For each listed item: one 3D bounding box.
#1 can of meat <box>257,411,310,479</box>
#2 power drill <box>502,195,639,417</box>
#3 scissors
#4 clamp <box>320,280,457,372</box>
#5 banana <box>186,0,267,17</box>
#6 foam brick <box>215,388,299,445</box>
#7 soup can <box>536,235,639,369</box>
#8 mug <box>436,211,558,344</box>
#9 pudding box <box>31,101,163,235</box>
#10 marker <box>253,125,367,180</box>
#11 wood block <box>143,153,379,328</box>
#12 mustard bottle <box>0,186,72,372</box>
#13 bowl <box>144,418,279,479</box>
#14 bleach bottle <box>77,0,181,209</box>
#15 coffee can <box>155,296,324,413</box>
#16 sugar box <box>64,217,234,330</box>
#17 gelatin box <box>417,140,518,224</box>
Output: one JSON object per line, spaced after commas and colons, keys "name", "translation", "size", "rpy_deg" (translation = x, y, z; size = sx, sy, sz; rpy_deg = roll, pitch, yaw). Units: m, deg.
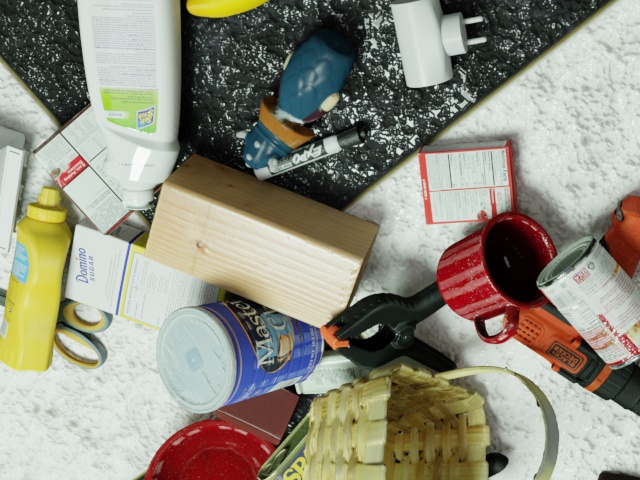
{"name": "can of meat", "translation": [-0.003, 0.245, 1.149], "size": [0.084, 0.057, 0.102], "rpy_deg": [44, 78, -8]}
{"name": "power drill", "translation": [0.293, 0.066, 1.012], "size": [0.184, 0.057, 0.188], "rpy_deg": [32, 116, 1]}
{"name": "scissors", "translation": [-0.318, 0.069, 1.203], "size": [0.201, 0.016, 0.096], "rpy_deg": [38, 115, -2]}
{"name": "clamp", "translation": [0.079, 0.094, 1.050], "size": [0.171, 0.039, 0.120], "rpy_deg": [-12, 116, -23]}
{"name": "banana", "translation": [-0.044, -0.265, 0.981], "size": [0.198, 0.037, 0.070], "rpy_deg": [-46, 77, 25]}
{"name": "foam brick", "translation": [-0.068, 0.179, 1.150], "size": [0.078, 0.051, 0.053], "rpy_deg": [25, 72, 5]}
{"name": "soup can", "translation": [0.250, 0.055, 0.951], "size": [0.069, 0.068, 0.102], "rpy_deg": [-41, 94, 25]}
{"name": "mug", "translation": [0.164, 0.040, 1.001], "size": [0.093, 0.117, 0.082], "rpy_deg": [9, 158, -28]}
{"name": "pudding box", "translation": [-0.223, -0.075, 1.087], "size": [0.090, 0.039, 0.113], "rpy_deg": [-41, 100, -3]}
{"name": "marker", "translation": [-0.009, -0.087, 1.052], "size": [0.121, 0.020, 0.020], "rpy_deg": [-18, 106, 21]}
{"name": "wood block", "translation": [-0.057, 0.001, 1.063], "size": [0.206, 0.090, 0.091], "rpy_deg": [22, 117, 5]}
{"name": "mustard bottle", "translation": [-0.303, 0.037, 1.139], "size": [0.058, 0.096, 0.192], "rpy_deg": [7, 100, -25]}
{"name": "bowl", "translation": [-0.115, 0.278, 1.190], "size": [0.162, 0.055, 0.162], "rpy_deg": [0, 85, -4]}
{"name": "bleach bottle", "translation": [-0.185, -0.155, 1.025], "size": [0.102, 0.068, 0.251], "rpy_deg": [4, 104, 10]}
{"name": "coffee can", "translation": [-0.079, 0.107, 1.067], "size": [0.103, 0.140, 0.103], "rpy_deg": [6, 99, 38]}
{"name": "sugar box", "translation": [-0.180, 0.043, 1.139], "size": [0.176, 0.048, 0.093], "rpy_deg": [21, 115, 10]}
{"name": "gelatin box", "translation": [0.141, -0.056, 1.018], "size": [0.089, 0.030, 0.073], "rpy_deg": [-3, 110, 16]}
